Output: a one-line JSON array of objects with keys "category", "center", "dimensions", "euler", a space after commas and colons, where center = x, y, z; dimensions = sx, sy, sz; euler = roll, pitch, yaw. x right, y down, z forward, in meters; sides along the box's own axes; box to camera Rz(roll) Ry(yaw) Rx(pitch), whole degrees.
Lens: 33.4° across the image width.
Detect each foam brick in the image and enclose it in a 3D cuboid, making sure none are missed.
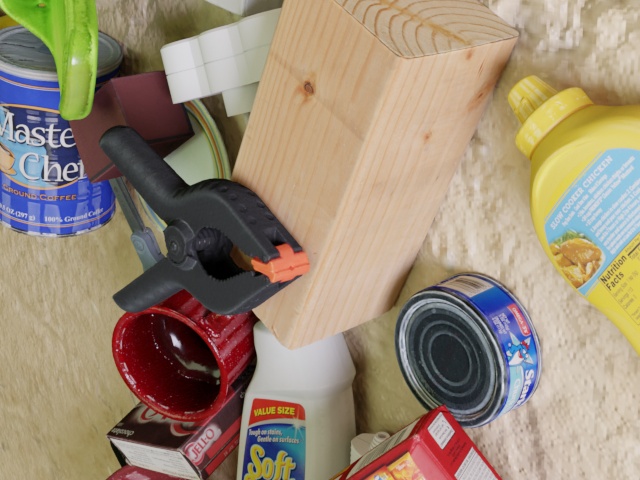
[{"category": "foam brick", "center": [-0.136, -0.081, 0.765], "dimensions": [0.078, 0.052, 0.051], "euler": [-26, 84, 50]}]

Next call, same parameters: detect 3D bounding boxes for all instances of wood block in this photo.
[{"category": "wood block", "center": [0.015, -0.048, 0.606], "dimensions": [0.091, 0.090, 0.206], "euler": [47, 136, 28]}]

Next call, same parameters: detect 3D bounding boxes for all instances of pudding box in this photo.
[{"category": "pudding box", "center": [-0.097, 0.134, 0.808], "dimensions": [0.114, 0.089, 0.039], "euler": [-8, 120, 52]}]

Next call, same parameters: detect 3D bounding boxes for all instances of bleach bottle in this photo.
[{"category": "bleach bottle", "center": [-0.020, 0.144, 0.748], "dimensions": [0.103, 0.067, 0.251], "euler": [17, 115, 43]}]

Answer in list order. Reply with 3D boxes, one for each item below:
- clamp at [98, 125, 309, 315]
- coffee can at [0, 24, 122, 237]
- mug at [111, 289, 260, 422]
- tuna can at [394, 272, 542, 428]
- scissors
[{"category": "clamp", "center": [-0.077, -0.010, 0.628], "dimensions": [0.172, 0.039, 0.120], "euler": [1, 109, 44]}, {"category": "coffee can", "center": [-0.211, -0.088, 0.843], "dimensions": [0.103, 0.102, 0.140], "euler": [34, 129, 36]}, {"category": "mug", "center": [-0.081, 0.062, 0.755], "dimensions": [0.093, 0.081, 0.117], "euler": [45, 127, 0]}, {"category": "tuna can", "center": [0.083, 0.064, 0.615], "dimensions": [0.086, 0.033, 0.086], "euler": [22, 121, 43]}, {"category": "scissors", "center": [-0.121, 0.011, 0.819], "dimensions": [0.096, 0.016, 0.202], "euler": [16, 128, 37]}]
